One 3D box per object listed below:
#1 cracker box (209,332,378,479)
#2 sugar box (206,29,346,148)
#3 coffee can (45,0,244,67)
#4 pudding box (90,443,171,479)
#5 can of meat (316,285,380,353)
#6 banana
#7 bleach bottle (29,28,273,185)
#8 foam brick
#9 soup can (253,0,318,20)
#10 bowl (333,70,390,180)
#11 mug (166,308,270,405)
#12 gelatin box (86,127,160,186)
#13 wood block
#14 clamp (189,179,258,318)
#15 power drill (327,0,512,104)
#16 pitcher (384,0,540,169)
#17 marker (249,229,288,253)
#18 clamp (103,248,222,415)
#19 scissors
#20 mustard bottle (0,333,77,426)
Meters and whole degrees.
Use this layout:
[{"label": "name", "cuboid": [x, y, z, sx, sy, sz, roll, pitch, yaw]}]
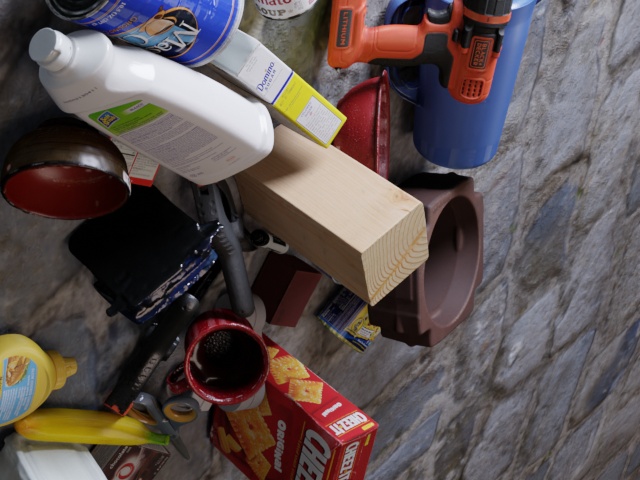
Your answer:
[{"label": "cracker box", "cuboid": [-0.042, 0.238, 1.311, 0.071, 0.214, 0.164, -18, 132, -41]}, {"label": "sugar box", "cuboid": [-0.054, -0.159, 1.065, 0.048, 0.093, 0.176, -55, 146, -1]}, {"label": "coffee can", "cuboid": [-0.147, -0.214, 0.900, 0.140, 0.103, 0.103, 13, 108, -53]}, {"label": "pudding box", "cuboid": [-0.244, 0.280, 1.263, 0.113, 0.039, 0.090, -55, 145, 1]}, {"label": "can of meat", "cuboid": [0.051, 0.098, 1.440, 0.084, 0.058, 0.102, -51, 146, -2]}, {"label": "banana", "cuboid": [-0.259, 0.201, 1.160, 0.197, 0.070, 0.037, 15, 70, -45]}, {"label": "bleach bottle", "cuboid": [-0.148, -0.123, 0.928, 0.103, 0.068, 0.250, -25, 154, 22]}, {"label": "foam brick", "cuboid": [-0.046, 0.059, 1.298, 0.052, 0.051, 0.078, 13, 108, -52]}, {"label": "soup can", "cuboid": [-0.042, -0.268, 1.009, 0.068, 0.069, 0.102, -42, 144, -17]}, {"label": "bowl", "cuboid": [0.047, -0.113, 1.216, 0.162, 0.055, 0.162, 2, 90, -83]}, {"label": "mug", "cuboid": [-0.117, 0.130, 1.175, 0.117, 0.081, 0.093, -33, 108, -2]}, {"label": "gelatin box", "cuboid": [-0.181, -0.100, 1.023, 0.073, 0.030, 0.089, 7, 113, -51]}, {"label": "wood block", "cuboid": [0.009, -0.034, 1.146, 0.090, 0.206, 0.090, -39, 143, -22]}, {"label": "clamp", "cuboid": [-0.101, -0.014, 1.159, 0.039, 0.120, 0.171, -13, 122, 3]}, {"label": "power drill", "cuboid": [0.104, -0.237, 1.118, 0.057, 0.187, 0.184, -82, 179, -56]}, {"label": "pitcher", "cuboid": [0.164, -0.206, 1.266, 0.144, 0.149, 0.243, -46, 151, -40]}, {"label": "marker", "cuboid": [-0.058, 0.002, 1.223, 0.020, 0.020, 0.121, -55, 168, 2]}, {"label": "clamp", "cuboid": [-0.173, 0.109, 1.153, 0.210, 0.036, 0.164, -55, -177, 11]}, {"label": "scissors", "cuboid": [-0.166, 0.225, 1.286, 0.201, 0.096, 0.016, 54, 32, -52]}, {"label": "mustard bottle", "cuboid": [-0.321, 0.139, 1.036, 0.191, 0.058, 0.096, -8, 122, -46]}]
